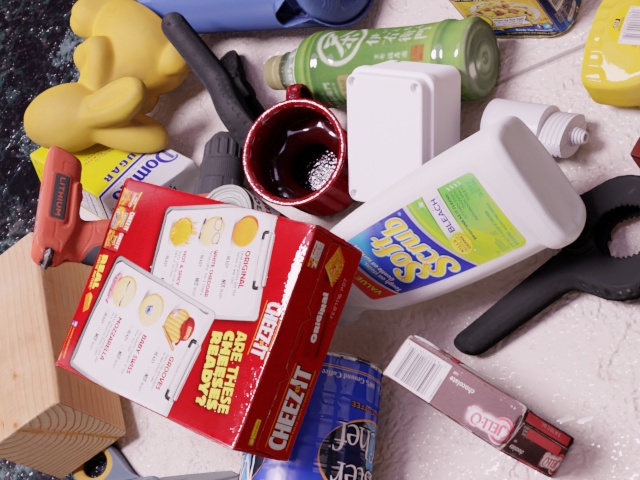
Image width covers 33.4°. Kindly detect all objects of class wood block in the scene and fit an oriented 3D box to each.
[{"bbox_3d":[-0.261,0.106,1.017,0.090,0.090,0.206,-36,48,17],"label":"wood block"}]

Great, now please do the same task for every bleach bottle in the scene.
[{"bbox_3d":[0.071,0.008,0.816,0.251,0.068,0.102,-34,96,38],"label":"bleach bottle"}]

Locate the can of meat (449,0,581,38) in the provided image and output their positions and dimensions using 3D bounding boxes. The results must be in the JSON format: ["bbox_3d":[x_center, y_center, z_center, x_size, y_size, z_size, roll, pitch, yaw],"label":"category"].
[{"bbox_3d":[0.155,-0.210,0.883,0.102,0.083,0.057,9,74,38],"label":"can of meat"}]

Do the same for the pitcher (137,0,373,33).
[{"bbox_3d":[-0.065,-0.272,1.042,0.243,0.148,0.145,4,104,43],"label":"pitcher"}]

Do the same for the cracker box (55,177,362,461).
[{"bbox_3d":[-0.089,0.054,0.808,0.214,0.072,0.164,15,82,41],"label":"cracker box"}]

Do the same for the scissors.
[{"bbox_3d":[-0.159,0.205,0.957,0.202,0.016,0.096,-29,55,22],"label":"scissors"}]

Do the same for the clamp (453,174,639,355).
[{"bbox_3d":[0.189,0.011,0.785,0.210,0.036,0.164,1,71,40],"label":"clamp"}]

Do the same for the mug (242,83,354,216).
[{"bbox_3d":[-0.011,-0.078,0.925,0.093,0.081,0.117,-14,75,19],"label":"mug"}]

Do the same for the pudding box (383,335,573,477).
[{"bbox_3d":[0.112,0.118,0.756,0.114,0.090,0.039,32,88,41],"label":"pudding box"}]

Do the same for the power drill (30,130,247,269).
[{"bbox_3d":[-0.158,-0.030,0.966,0.057,0.187,0.184,132,145,-62],"label":"power drill"}]

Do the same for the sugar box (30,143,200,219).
[{"bbox_3d":[-0.206,-0.068,1.077,0.093,0.048,0.176,-39,42,-26],"label":"sugar box"}]

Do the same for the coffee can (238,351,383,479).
[{"bbox_3d":[-0.009,0.163,0.813,0.103,0.102,0.140,-7,65,33],"label":"coffee can"}]

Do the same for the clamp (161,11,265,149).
[{"bbox_3d":[-0.090,-0.143,1.008,0.039,0.120,0.171,-43,55,19],"label":"clamp"}]
